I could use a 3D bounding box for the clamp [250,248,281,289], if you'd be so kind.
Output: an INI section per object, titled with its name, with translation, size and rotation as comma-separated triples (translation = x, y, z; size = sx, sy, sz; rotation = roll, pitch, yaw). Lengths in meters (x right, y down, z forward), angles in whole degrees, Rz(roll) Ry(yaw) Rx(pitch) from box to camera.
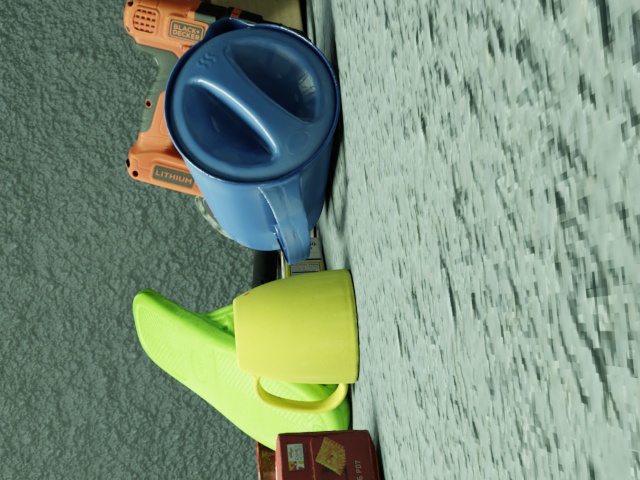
[clamp]
translation = -0.057, 0.001, 1.141
size = 0.120, 0.039, 0.171
rotation = 116, 151, -77

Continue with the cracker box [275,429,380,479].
[cracker box]
translation = 0.009, 0.254, 0.737
size = 0.214, 0.072, 0.164
rotation = 92, 172, -51

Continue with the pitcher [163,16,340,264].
[pitcher]
translation = -0.048, -0.063, 0.907
size = 0.243, 0.145, 0.149
rotation = 87, -153, -74

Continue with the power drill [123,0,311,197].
[power drill]
translation = -0.110, -0.138, 1.044
size = 0.057, 0.184, 0.188
rotation = -65, -11, -67
